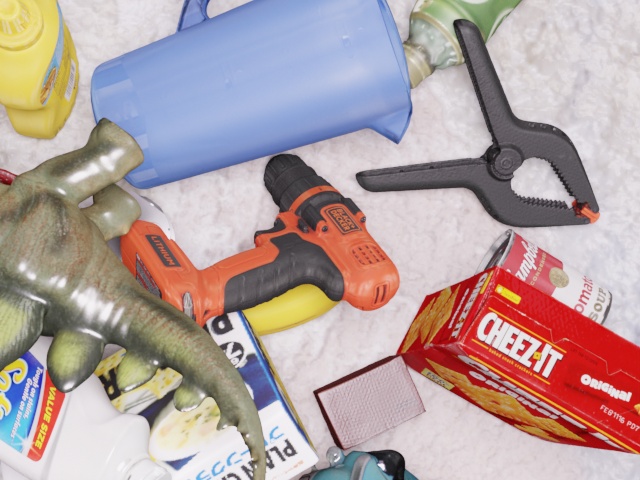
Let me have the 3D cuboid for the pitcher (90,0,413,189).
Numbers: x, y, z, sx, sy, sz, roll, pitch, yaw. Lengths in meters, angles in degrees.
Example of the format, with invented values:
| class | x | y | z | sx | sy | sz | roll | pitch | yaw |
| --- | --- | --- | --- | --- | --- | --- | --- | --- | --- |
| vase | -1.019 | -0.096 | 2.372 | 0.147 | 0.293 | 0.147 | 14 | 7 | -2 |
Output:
| class | x | y | z | sx | sy | sz | roll | pitch | yaw |
| --- | --- | --- | --- | --- | --- | --- | --- | --- | --- |
| pitcher | -0.056 | -0.136 | 0.851 | 0.243 | 0.145 | 0.149 | -18 | 44 | 7 |

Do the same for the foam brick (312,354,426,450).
| class | x | y | z | sx | sy | sz | roll | pitch | yaw |
| --- | --- | --- | --- | --- | --- | --- | --- | --- | --- |
| foam brick | 0.039 | 0.134 | 0.885 | 0.078 | 0.051 | 0.053 | -23 | 87 | -9 |

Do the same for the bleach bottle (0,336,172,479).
| class | x | y | z | sx | sy | sz | roll | pitch | yaw |
| --- | --- | --- | --- | --- | --- | --- | --- | --- | --- |
| bleach bottle | -0.203 | 0.103 | 0.745 | 0.251 | 0.068 | 0.102 | 28 | 79 | 24 |

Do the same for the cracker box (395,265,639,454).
| class | x | y | z | sx | sy | sz | roll | pitch | yaw |
| --- | --- | --- | --- | --- | --- | --- | --- | --- | --- |
| cracker box | 0.160 | 0.098 | 0.822 | 0.164 | 0.214 | 0.072 | 29 | 80 | -3 |

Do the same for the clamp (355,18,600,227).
| class | x | y | z | sx | sy | sz | roll | pitch | yaw |
| --- | --- | --- | --- | --- | --- | --- | --- | --- | --- |
| clamp | 0.145 | -0.065 | 0.917 | 0.210 | 0.036 | 0.165 | 36 | 103 | -15 |

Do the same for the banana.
| class | x | y | z | sx | sy | sz | roll | pitch | yaw |
| --- | --- | --- | --- | --- | --- | --- | --- | --- | --- |
| banana | -0.041 | 0.045 | 0.897 | 0.197 | 0.037 | 0.070 | -23 | 69 | -10 |

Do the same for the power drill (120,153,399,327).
| class | x | y | z | sx | sy | sz | roll | pitch | yaw |
| --- | --- | --- | --- | --- | --- | --- | --- | --- | --- |
| power drill | -0.055 | 0.001 | 0.831 | 0.187 | 0.057 | 0.185 | -15 | 41 | -24 |

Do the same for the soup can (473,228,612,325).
| class | x | y | z | sx | sy | sz | roll | pitch | yaw |
| --- | --- | --- | --- | --- | --- | --- | --- | --- | --- |
| soup can | 0.186 | 0.045 | 0.906 | 0.102 | 0.068 | 0.068 | 32 | 80 | -3 |

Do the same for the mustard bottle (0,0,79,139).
| class | x | y | z | sx | sy | sz | roll | pitch | yaw |
| --- | --- | --- | --- | --- | --- | --- | --- | --- | --- |
| mustard bottle | -0.224 | -0.145 | 0.819 | 0.058 | 0.192 | 0.096 | 10 | 81 | -6 |
